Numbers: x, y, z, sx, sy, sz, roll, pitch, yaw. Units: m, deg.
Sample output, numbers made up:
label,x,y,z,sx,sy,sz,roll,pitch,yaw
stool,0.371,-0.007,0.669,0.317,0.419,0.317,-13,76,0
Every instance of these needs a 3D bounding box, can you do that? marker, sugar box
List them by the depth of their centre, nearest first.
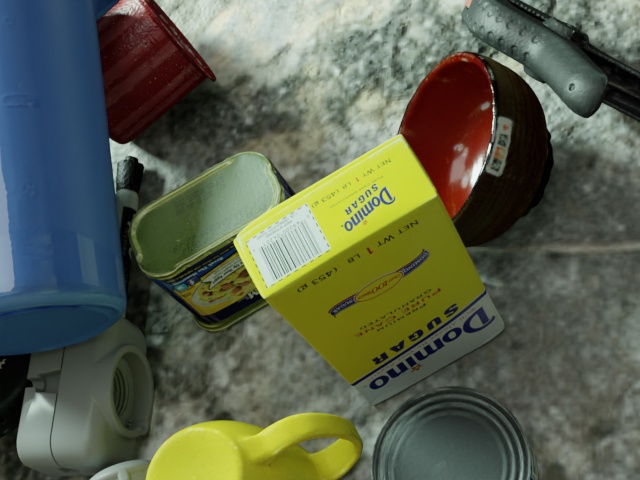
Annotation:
label,x,y,z,sx,sy,sz,roll,pitch,yaw
sugar box,0.034,0.025,0.550,0.093,0.176,0.048,-30,57,6
marker,-0.134,-0.003,0.719,0.020,0.020,0.121,-6,64,18

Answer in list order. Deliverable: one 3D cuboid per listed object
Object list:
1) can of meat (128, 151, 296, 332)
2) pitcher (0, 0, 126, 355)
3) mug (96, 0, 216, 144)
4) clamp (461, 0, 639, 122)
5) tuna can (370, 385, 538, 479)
label,x,y,z,sx,sy,sz,roll,pitch,yaw
can of meat,-0.054,0.001,0.649,0.102,0.084,0.057,-30,59,5
pitcher,-0.194,-0.061,0.621,0.149,0.144,0.243,-18,72,17
mug,-0.137,-0.127,0.744,0.081,0.093,0.117,-39,41,5
clamp,0.135,-0.108,0.619,0.172,0.120,0.039,39,109,35
tuna can,0.072,0.124,0.571,0.086,0.033,0.086,-9,63,17
